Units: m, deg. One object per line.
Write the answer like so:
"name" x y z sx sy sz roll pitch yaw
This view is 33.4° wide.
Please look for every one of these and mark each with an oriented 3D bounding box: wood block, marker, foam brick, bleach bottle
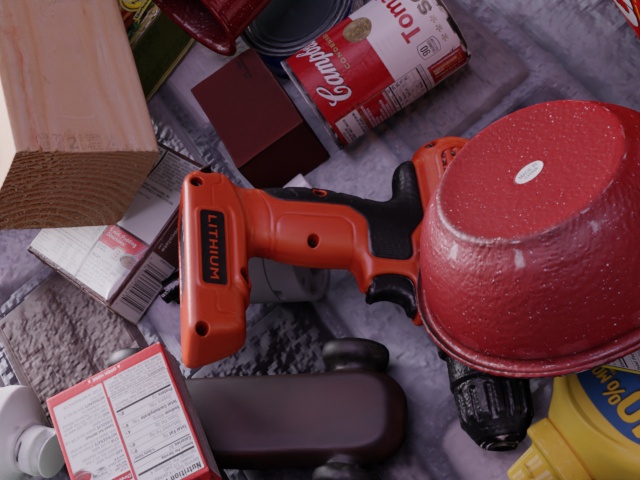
"wood block" -0.179 -0.118 0.679 0.091 0.090 0.206 -49 53 49
"marker" -0.055 0.001 0.690 0.121 0.020 0.020 -38 58 4
"foam brick" -0.039 -0.077 0.700 0.053 0.051 0.078 -34 58 5
"bleach bottle" -0.273 0.102 0.714 0.251 0.068 0.102 12 72 25

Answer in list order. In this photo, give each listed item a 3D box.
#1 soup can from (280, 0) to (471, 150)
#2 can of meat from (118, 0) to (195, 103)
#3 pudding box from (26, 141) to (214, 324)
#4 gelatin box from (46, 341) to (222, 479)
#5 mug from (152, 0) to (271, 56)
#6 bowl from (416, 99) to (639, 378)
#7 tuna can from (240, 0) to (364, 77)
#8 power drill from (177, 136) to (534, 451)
"soup can" 0.035 -0.113 0.675 0.102 0.068 0.068 -34 58 5
"can of meat" -0.150 -0.148 0.779 0.084 0.057 0.102 33 83 29
"pudding box" -0.130 -0.014 0.718 0.090 0.039 0.113 30 79 32
"gelatin box" -0.102 0.111 0.585 0.073 0.030 0.089 -28 57 0
"mug" -0.067 -0.186 0.686 0.093 0.117 0.081 36 79 22
"bowl" 0.107 -0.015 0.502 0.162 0.055 0.162 -23 38 19
"tuna can" -0.013 -0.155 0.735 0.086 0.033 0.086 -9 64 19
"power drill" 0.018 0.028 0.580 0.187 0.057 0.184 0 61 -13
